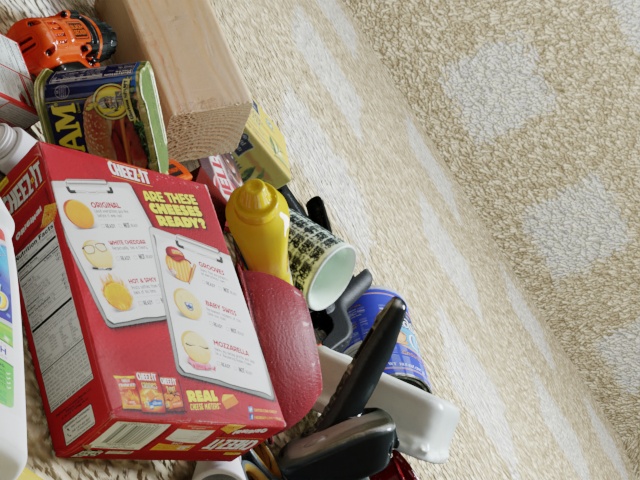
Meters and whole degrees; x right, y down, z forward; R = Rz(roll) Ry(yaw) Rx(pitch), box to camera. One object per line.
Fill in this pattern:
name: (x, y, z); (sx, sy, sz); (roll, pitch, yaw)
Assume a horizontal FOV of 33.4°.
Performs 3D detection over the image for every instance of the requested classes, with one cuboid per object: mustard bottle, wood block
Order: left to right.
wood block: (-0.152, -0.190, 1.079); (0.206, 0.090, 0.091); (66, -26, 22)
mustard bottle: (-0.057, 0.001, 1.012); (0.192, 0.058, 0.096); (91, -12, -59)

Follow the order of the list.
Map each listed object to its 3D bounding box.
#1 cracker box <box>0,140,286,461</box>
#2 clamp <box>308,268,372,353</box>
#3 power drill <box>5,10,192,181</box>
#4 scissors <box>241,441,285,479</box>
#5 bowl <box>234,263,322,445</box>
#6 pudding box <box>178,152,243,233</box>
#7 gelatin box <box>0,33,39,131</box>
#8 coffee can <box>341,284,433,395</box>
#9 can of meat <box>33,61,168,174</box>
cracker box: (-0.130, 0.048, 0.759); (0.163, 0.072, 0.214); (14, 47, -49)
clamp: (0.007, 0.076, 1.177); (0.171, 0.120, 0.039); (-97, -167, -47)
power drill: (-0.191, -0.118, 0.955); (0.187, 0.057, 0.184); (57, 15, -5)
scissors: (-0.024, 0.238, 0.915); (0.201, 0.016, 0.096); (56, 12, -14)
bowl: (-0.034, 0.095, 0.939); (0.162, 0.055, 0.162); (169, -90, -84)
pudding box: (-0.119, -0.070, 1.128); (0.090, 0.039, 0.113); (28, 35, -62)
gelatin box: (-0.254, -0.127, 0.810); (0.073, 0.030, 0.089); (65, 13, 16)
coffee can: (0.065, 0.135, 1.228); (0.102, 0.103, 0.140); (48, 20, -39)
can of meat: (-0.169, -0.088, 0.843); (0.057, 0.084, 0.102); (-90, 172, -62)
